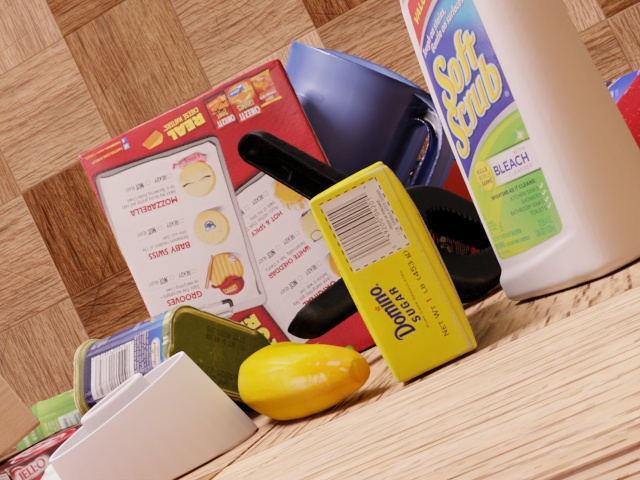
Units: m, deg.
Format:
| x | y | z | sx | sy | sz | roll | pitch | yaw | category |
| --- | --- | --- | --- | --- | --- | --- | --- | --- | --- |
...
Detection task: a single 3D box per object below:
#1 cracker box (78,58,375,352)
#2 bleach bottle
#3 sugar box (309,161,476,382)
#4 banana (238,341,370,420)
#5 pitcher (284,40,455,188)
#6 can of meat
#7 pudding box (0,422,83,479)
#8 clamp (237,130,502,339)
| x | y | z | sx | sy | sz | roll | pitch | yaw | category |
| --- | --- | --- | --- | --- | --- | --- | --- | --- | --- |
| -0.055 | 0.001 | 0.780 | 0.164 | 0.214 | 0.072 | -26 | -4 | 5 | cracker box |
| 0.087 | -0.098 | 0.553 | 0.068 | 0.251 | 0.103 | -25 | -2 | -24 | bleach bottle |
| 0.038 | 0.015 | 0.552 | 0.048 | 0.093 | 0.176 | -26 | -3 | 2 | sugar box |
| -0.012 | 0.070 | 0.575 | 0.069 | 0.037 | 0.198 | -26 | -2 | -1 | banana |
| 0.005 | -0.028 | 0.867 | 0.149 | 0.145 | 0.243 | -104 | 35 | -81 | pitcher |
| -0.088 | 0.084 | 0.667 | 0.084 | 0.057 | 0.101 | -24 | -32 | 33 | can of meat |
| -0.219 | 0.179 | 0.848 | 0.089 | 0.039 | 0.114 | -26 | -2 | -36 | pudding box |
| 0.047 | -0.009 | 0.710 | 0.209 | 0.164 | 0.036 | -1 | -39 | -31 | clamp |
